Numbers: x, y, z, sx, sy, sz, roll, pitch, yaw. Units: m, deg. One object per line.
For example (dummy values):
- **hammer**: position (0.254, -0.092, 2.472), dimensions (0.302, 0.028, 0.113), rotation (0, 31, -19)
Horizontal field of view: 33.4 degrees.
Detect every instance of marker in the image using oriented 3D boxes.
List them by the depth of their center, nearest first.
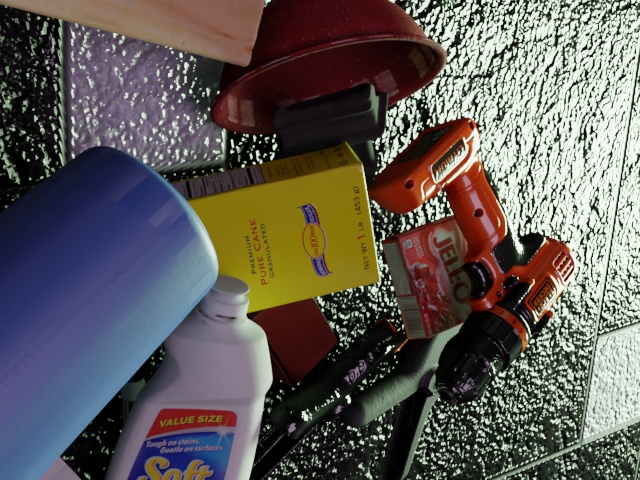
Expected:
- **marker**: position (-0.132, 0.126, 0.754), dimensions (0.020, 0.020, 0.121), rotation (-14, 114, -37)

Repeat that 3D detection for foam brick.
- **foam brick**: position (-0.034, 0.059, 0.792), dimensions (0.051, 0.053, 0.078), rotation (-45, 130, -20)

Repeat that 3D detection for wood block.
- **wood block**: position (-0.135, -0.166, 0.595), dimensions (0.205, 0.091, 0.090), rotation (7, 101, -43)

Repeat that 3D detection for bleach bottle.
- **bleach bottle**: position (-0.096, 0.139, 0.709), dimensions (0.102, 0.068, 0.251), rotation (15, 110, 2)

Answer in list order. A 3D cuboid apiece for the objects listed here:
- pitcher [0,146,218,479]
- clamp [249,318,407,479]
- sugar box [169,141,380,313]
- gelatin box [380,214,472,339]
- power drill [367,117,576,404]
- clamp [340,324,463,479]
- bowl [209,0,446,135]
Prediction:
- **pitcher**: position (-0.178, 0.059, 0.577), dimensions (0.242, 0.149, 0.145), rotation (-46, 173, -25)
- **clamp**: position (0.002, 0.117, 0.808), dimensions (0.209, 0.036, 0.165), rotation (-39, 170, -35)
- **sugar box**: position (-0.055, 0.001, 0.706), dimensions (0.176, 0.048, 0.093), rotation (-15, 118, -7)
- **gelatin box**: position (0.096, 0.030, 0.890), dimensions (0.073, 0.030, 0.089), rotation (-19, 95, -34)
- **power drill**: position (0.114, 0.012, 0.852), dimensions (0.184, 0.057, 0.187), rotation (-46, 112, -34)
- **clamp**: position (0.080, 0.117, 0.918), dimensions (0.171, 0.039, 0.120), rotation (-60, 147, -14)
- **bowl**: position (0.000, -0.124, 0.711), dimensions (0.161, 0.162, 0.055), rotation (-4, 76, -40)
